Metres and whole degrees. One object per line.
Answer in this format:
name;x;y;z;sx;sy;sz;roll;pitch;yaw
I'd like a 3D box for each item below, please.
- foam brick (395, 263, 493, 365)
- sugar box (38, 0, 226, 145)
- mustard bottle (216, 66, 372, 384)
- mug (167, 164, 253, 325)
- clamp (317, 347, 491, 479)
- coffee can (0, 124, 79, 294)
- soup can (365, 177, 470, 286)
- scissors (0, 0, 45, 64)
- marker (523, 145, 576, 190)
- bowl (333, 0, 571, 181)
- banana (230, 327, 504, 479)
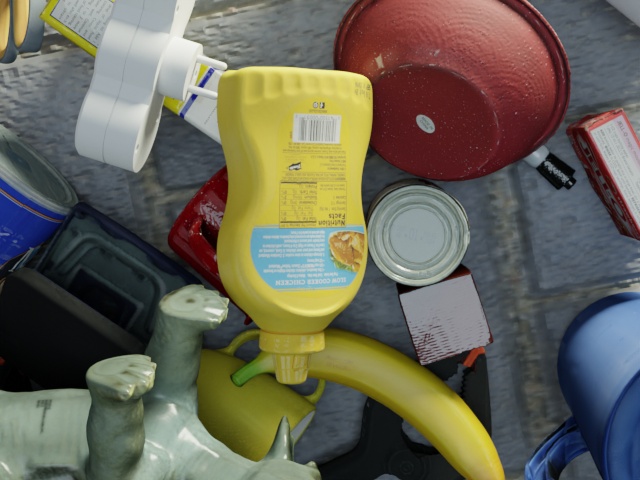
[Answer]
foam brick;0.085;0.050;0.741;0.053;0.078;0.051;-17;92;4
sugar box;-0.098;-0.113;0.731;0.176;0.093;0.048;37;96;0
mustard bottle;-0.016;-0.007;0.657;0.096;0.058;0.191;-1;94;-32
mug;-0.055;0.001;0.729;0.081;0.117;0.093;41;112;4
clamp;0.068;0.169;0.773;0.164;0.036;0.210;37;96;0
coffee can;-0.253;-0.005;0.744;0.103;0.103;0.140;42;96;-1
soup can;0.064;-0.007;0.725;0.068;0.102;0.068;0;95;3
scissors;-0.219;-0.214;0.761;0.016;0.096;0.202;4;64;-33
marker;0.133;-0.078;0.756;0.121;0.020;0.020;40;96;-1
bowl;0.077;-0.092;0.695;0.162;0.055;0.162;14;137;13
banana;0.041;0.106;0.732;0.198;0.037;0.069;22;74;3
